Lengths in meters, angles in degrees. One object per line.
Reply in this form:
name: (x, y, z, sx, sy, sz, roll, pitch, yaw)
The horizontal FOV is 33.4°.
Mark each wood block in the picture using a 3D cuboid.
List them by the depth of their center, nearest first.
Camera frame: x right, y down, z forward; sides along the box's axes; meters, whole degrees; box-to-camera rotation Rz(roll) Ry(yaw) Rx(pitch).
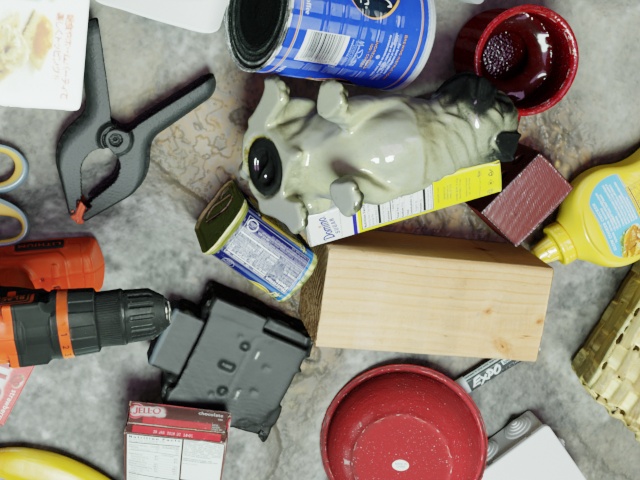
wood block: (0.092, 0.047, 0.968, 0.206, 0.091, 0.090, 5, 104, -12)

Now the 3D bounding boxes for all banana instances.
banana: (-0.220, 0.244, 0.988, 0.069, 0.037, 0.197, -43, 108, 2)

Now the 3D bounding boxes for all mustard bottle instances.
mustard bottle: (0.285, -0.030, 1.001, 0.191, 0.058, 0.096, -28, 101, -3)

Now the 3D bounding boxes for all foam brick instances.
foam brick: (0.182, -0.043, 0.981, 0.051, 0.053, 0.078, 43, 93, -18)

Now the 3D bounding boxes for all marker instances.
marker: (0.158, 0.130, 1.040, 0.121, 0.020, 0.020, -32, 108, -2)

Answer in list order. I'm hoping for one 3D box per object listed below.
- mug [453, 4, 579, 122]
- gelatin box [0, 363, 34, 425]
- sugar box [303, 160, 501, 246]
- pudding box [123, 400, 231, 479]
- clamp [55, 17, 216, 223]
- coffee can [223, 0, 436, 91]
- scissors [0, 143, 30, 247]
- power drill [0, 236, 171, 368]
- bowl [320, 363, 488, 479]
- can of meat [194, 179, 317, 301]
mug: (0.165, -0.148, 0.935, 0.093, 0.081, 0.117, 0, 104, -11)
gelatin box: (-0.293, 0.108, 0.941, 0.073, 0.030, 0.089, 28, 98, -17)
sugar box: (0.059, -0.061, 0.931, 0.176, 0.093, 0.048, -18, 137, -4)
pudding box: (-0.130, 0.192, 0.958, 0.090, 0.039, 0.114, 8, 135, -3)
clamp: (-0.181, -0.099, 0.904, 0.120, 0.039, 0.171, 34, 96, -16)
coffee can: (0.008, -0.179, 0.863, 0.140, 0.103, 0.103, 2, 105, -34)
scissors: (-0.335, -0.057, 0.896, 0.201, 0.016, 0.096, 22, 87, -7)
power drill: (-0.214, 0.045, 0.858, 0.184, 0.188, 0.057, -5, 104, -8)
bowl: (0.077, 0.200, 1.000, 0.162, 0.055, 0.162, 1, 97, 6)
can of meat: (-0.056, 0.001, 0.923, 0.084, 0.102, 0.057, 36, 96, -20)
